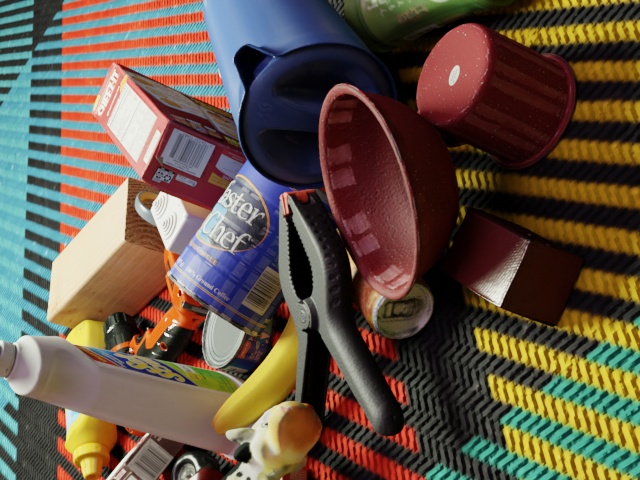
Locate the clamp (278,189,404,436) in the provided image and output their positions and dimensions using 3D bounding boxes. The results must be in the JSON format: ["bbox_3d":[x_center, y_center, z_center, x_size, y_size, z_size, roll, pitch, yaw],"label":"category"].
[{"bbox_3d":[0.007,0.062,0.843,0.165,0.036,0.210,-10,88,63],"label":"clamp"}]

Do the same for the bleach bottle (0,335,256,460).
[{"bbox_3d":[-0.178,0.135,0.965,0.103,0.250,0.068,28,98,58],"label":"bleach bottle"}]

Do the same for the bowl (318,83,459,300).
[{"bbox_3d":[0.055,-0.041,0.779,0.162,0.055,0.162,164,90,-71],"label":"bowl"}]

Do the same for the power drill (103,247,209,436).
[{"bbox_3d":[-0.180,0.094,1.179,0.188,0.057,0.184,-59,36,24],"label":"power drill"}]

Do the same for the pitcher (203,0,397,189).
[{"bbox_3d":[-0.024,-0.156,0.944,0.243,0.145,0.149,-114,17,-51],"label":"pitcher"}]

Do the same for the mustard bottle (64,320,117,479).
[{"bbox_3d":[-0.273,0.196,1.264,0.096,0.058,0.191,-55,34,39],"label":"mustard bottle"}]

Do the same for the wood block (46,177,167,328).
[{"bbox_3d":[-0.240,0.025,1.276,0.206,0.090,0.091,-40,43,41],"label":"wood block"}]

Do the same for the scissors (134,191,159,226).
[{"bbox_3d":[-0.145,-0.001,1.147,0.202,0.096,0.016,-113,37,-52],"label":"scissors"}]

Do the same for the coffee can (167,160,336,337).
[{"bbox_3d":[-0.056,0.001,0.961,0.140,0.102,0.103,-55,32,0],"label":"coffee can"}]

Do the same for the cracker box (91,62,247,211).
[{"bbox_3d":[-0.129,-0.097,1.097,0.072,0.164,0.214,-62,33,11],"label":"cracker box"}]

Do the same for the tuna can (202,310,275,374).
[{"bbox_3d":[-0.080,0.087,1.046,0.086,0.033,0.086,-33,47,45],"label":"tuna can"}]

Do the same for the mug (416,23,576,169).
[{"bbox_3d":[0.118,-0.104,0.793,0.117,0.081,0.093,-30,50,48],"label":"mug"}]

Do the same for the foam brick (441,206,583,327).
[{"bbox_3d":[0.131,0.017,0.736,0.078,0.052,0.051,37,105,57],"label":"foam brick"}]

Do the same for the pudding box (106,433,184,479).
[{"bbox_3d":[-0.176,0.225,1.068,0.090,0.039,0.113,-50,-2,32],"label":"pudding box"}]

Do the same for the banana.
[{"bbox_3d":[-0.032,0.088,0.938,0.037,0.069,0.198,-122,53,-71],"label":"banana"}]
